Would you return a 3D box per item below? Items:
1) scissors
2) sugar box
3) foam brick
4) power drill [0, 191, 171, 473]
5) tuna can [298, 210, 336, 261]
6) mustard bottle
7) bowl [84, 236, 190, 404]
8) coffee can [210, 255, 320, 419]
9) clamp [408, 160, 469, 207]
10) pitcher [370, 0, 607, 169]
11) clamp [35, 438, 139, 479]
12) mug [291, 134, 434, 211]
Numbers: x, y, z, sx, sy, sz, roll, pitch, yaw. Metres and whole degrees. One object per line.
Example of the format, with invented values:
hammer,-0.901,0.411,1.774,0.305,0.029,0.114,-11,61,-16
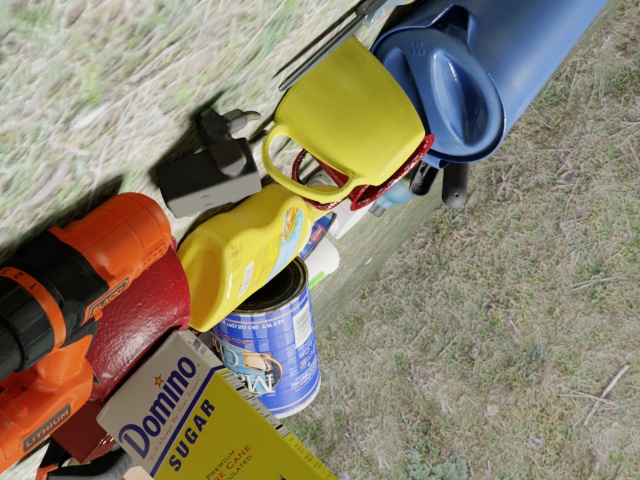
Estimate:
scissors,0.047,-0.177,0.749,0.201,0.016,0.096,-41,169,-39
sugar box,-0.072,0.158,0.787,0.093,0.176,0.048,-48,174,4
foam brick,-0.211,0.167,0.990,0.053,0.051,0.078,-47,173,2
power drill,-0.175,0.070,0.631,0.184,0.057,0.188,-41,171,-41
tuna can,-0.021,-0.005,1.154,0.086,0.033,0.086,-51,-173,8
mustard bottle,-0.057,0.001,0.940,0.191,0.058,0.096,-38,149,-55
bowl,-0.150,0.072,0.811,0.162,0.055,0.162,-46,172,-8
coffee can,-0.056,0.090,1.043,0.102,0.103,0.140,-41,140,-37
clamp,0.148,-0.133,1.134,0.164,0.036,0.210,-120,-135,-74
pitcher,0.159,-0.181,0.944,0.149,0.145,0.242,-11,-151,53
clamp,-0.201,0.209,1.054,0.171,0.120,0.039,-34,141,-50
mug,0.026,-0.077,0.892,0.117,0.081,0.093,-43,170,10
